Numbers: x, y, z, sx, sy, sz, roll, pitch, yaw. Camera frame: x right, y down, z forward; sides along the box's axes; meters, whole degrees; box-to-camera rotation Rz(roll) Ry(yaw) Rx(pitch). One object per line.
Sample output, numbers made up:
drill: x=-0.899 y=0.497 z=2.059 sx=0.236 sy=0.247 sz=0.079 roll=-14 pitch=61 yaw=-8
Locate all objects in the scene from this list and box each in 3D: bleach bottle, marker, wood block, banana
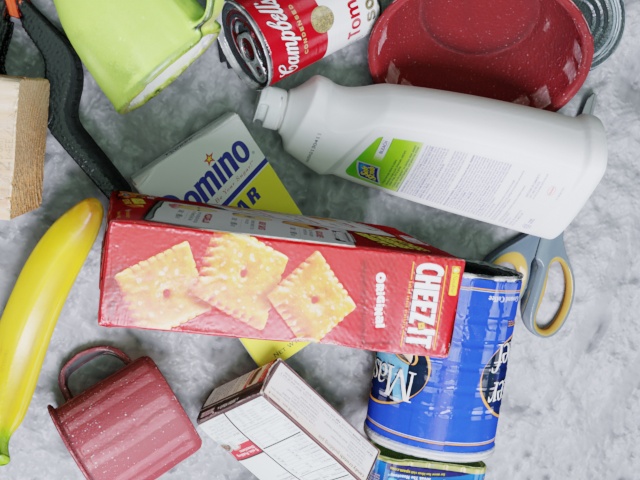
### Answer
bleach bottle: x=0.076 y=-0.075 z=0.791 sx=0.250 sy=0.068 sz=0.103 roll=14 pitch=137 yaw=-10
marker: x=-0.075 y=-0.186 z=0.780 sx=0.020 sy=0.020 sz=0.121 roll=-12 pitch=101 yaw=-12
wood block: x=-0.289 y=-0.071 z=0.689 sx=0.206 sy=0.091 sz=0.090 roll=6 pitch=98 yaw=-2
banana: x=-0.201 y=0.058 z=0.762 sx=0.037 sy=0.070 sz=0.198 roll=16 pitch=95 yaw=-43

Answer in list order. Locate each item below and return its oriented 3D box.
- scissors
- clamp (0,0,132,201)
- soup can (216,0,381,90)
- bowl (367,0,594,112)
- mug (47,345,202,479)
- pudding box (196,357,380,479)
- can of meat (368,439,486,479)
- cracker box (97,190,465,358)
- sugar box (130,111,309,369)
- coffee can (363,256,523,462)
scissors: x=0.173 y=-0.020 z=0.867 sx=0.096 sy=0.016 sz=0.202 roll=0 pitch=98 yaw=-14
clamp: x=-0.194 y=-0.088 z=0.756 sx=0.120 sy=0.039 sz=0.171 roll=-1 pitch=103 yaw=-14
soup can: x=-0.015 y=-0.159 z=0.763 sx=0.102 sy=0.069 sz=0.068 roll=-30 pitch=105 yaw=-22
bowl: x=0.117 y=-0.151 z=0.786 sx=0.162 sy=0.162 sz=0.055 roll=19 pitch=52 yaw=-15
mug: x=-0.146 y=0.129 z=0.783 sx=0.081 sy=0.093 sz=0.117 roll=-32 pitch=68 yaw=-12
pudding box: x=-0.025 y=0.148 z=0.806 sx=0.113 sy=0.090 sz=0.039 roll=43 pitch=45 yaw=-17
can of meat: x=0.078 y=0.211 z=0.858 sx=0.102 sy=0.057 sz=0.084 roll=9 pitch=94 yaw=-14
cracker box: x=-0.035 y=0.021 z=0.698 sx=0.213 sy=0.164 sz=0.072 roll=7 pitch=96 yaw=-12
sugar box: x=-0.055 y=0.001 z=0.800 sx=0.093 sy=0.048 sz=0.176 roll=-35 pitch=106 yaw=-6
coffee can: x=0.094 y=0.086 z=0.818 sx=0.102 sy=0.103 sz=0.140 roll=7 pitch=96 yaw=-15
